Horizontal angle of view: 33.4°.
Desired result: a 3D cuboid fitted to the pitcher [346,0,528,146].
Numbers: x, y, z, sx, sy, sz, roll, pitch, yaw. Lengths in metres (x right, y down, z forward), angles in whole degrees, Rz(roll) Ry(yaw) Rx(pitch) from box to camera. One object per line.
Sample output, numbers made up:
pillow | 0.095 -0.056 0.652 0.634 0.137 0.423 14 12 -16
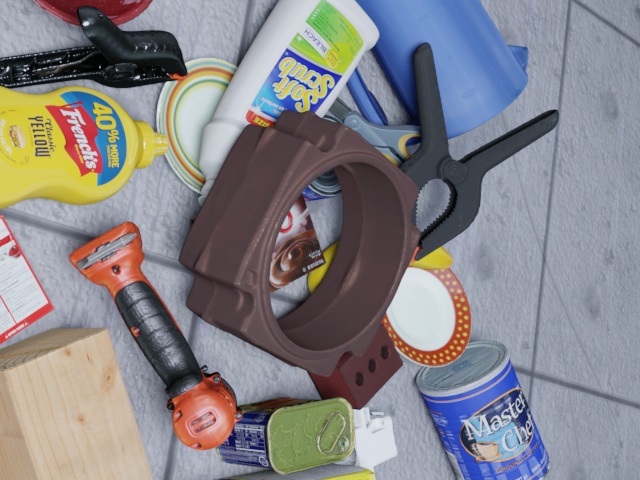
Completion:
pitcher | 0.094 -0.225 1.106 0.242 0.145 0.149 55 42 -19

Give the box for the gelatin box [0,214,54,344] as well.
gelatin box | -0.258 0.035 0.816 0.073 0.030 0.089 -38 110 -36

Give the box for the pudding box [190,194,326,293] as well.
pudding box | -0.056 0.001 0.994 0.113 0.039 0.090 -27 104 -40

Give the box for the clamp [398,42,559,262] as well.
clamp | 0.121 -0.080 1.061 0.164 0.036 0.210 31 92 -13

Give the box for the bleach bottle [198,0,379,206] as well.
bleach bottle | -0.038 -0.125 0.982 0.102 0.068 0.250 43 60 -31

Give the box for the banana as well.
banana | 0.055 0.022 1.090 0.197 0.037 0.069 -20 102 -35

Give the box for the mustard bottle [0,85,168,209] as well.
mustard bottle | -0.205 -0.076 0.855 0.191 0.058 0.096 -6 79 -43

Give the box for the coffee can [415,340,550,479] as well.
coffee can | 0.175 0.193 1.141 0.102 0.103 0.140 -36 109 -38

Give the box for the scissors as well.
scissors | 0.054 -0.124 1.084 0.201 0.096 0.016 56 19 -25

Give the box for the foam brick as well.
foam brick | 0.034 0.124 1.056 0.078 0.051 0.053 -42 113 -37

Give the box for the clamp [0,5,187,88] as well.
clamp | -0.165 -0.153 0.864 0.171 0.120 0.039 -11 88 -46

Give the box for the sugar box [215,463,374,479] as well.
sugar box | -0.043 0.232 0.948 0.175 0.094 0.048 -3 88 -41

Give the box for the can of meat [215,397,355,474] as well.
can of meat | -0.033 0.174 0.968 0.101 0.084 0.057 -3 88 -42

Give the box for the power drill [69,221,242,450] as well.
power drill | -0.127 0.077 0.867 0.057 0.184 0.187 -32 92 -7

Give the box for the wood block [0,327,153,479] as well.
wood block | -0.192 0.179 0.819 0.090 0.091 0.206 -22 101 -41
